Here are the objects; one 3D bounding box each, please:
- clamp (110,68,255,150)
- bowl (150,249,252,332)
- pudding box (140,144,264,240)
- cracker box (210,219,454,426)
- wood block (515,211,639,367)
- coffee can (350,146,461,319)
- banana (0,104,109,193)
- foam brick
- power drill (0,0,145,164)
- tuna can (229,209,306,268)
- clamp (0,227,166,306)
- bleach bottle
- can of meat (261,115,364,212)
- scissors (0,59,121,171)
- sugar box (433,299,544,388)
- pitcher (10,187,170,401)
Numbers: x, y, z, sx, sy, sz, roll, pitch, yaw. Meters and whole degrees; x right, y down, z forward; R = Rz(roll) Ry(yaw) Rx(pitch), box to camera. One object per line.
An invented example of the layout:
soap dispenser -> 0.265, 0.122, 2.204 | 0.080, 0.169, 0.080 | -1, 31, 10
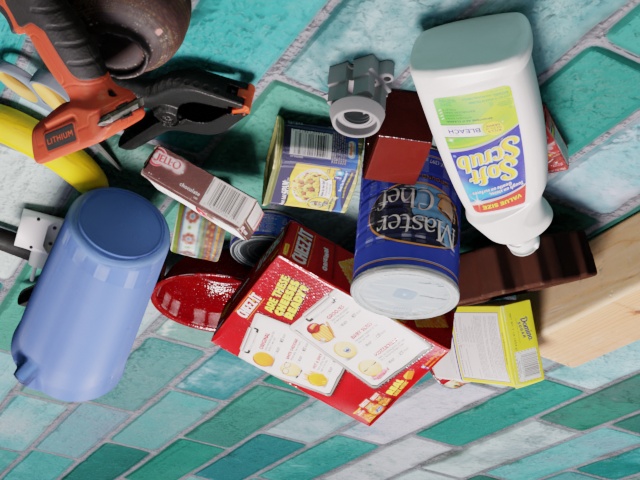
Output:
clamp -> -0.139, -0.120, 0.985 | 0.171, 0.039, 0.120 | 6, 158, 14
bowl -> -0.119, 0.055, 1.275 | 0.162, 0.055, 0.162 | 5, 151, 2
pudding box -> -0.114, -0.046, 1.045 | 0.113, 0.039, 0.090 | 32, 176, 5
cracker box -> 0.014, 0.094, 1.171 | 0.213, 0.072, 0.164 | 30, 129, -12
wood block -> 0.313, 0.058, 1.165 | 0.090, 0.090, 0.206 | 21, 148, -23
coffee can -> 0.085, -0.008, 1.036 | 0.103, 0.140, 0.103 | 5, 151, 2
banana -> -0.279, -0.092, 1.068 | 0.197, 0.037, 0.070 | 31, 161, -35
foam brick -> 0.071, -0.093, 0.976 | 0.051, 0.053, 0.078 | 8, 150, -5
power drill -> -0.229, -0.156, 0.828 | 0.185, 0.057, 0.187 | -11, 111, 43
tuna can -> -0.058, 0.001, 1.190 | 0.086, 0.033, 0.086 | 5, 151, 2
clamp -> -0.294, 0.032, 1.286 | 0.210, 0.036, 0.164 | -2, 149, 9
bleach bottle -> 0.158, -0.077, 0.929 | 0.103, 0.068, 0.250 | -6, 138, 23
can of meat -> -0.008, -0.071, 1.029 | 0.084, 0.057, 0.102 | 7, 152, -7
scissors -> -0.250, -0.120, 1.021 | 0.096, 0.016, 0.202 | 25, 166, 7
sugar box -> 0.185, 0.116, 1.231 | 0.048, 0.093, 0.176 | -11, -178, -21
pitcher -> -0.240, 0.053, 1.159 | 0.144, 0.149, 0.243 | 11, 137, -21
